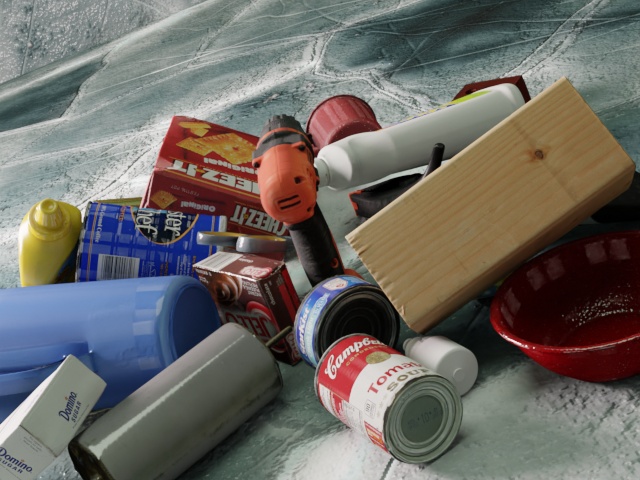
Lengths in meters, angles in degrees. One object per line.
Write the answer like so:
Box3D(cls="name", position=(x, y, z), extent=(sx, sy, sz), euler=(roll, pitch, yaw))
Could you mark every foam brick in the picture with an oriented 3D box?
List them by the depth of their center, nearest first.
Box3D(cls="foam brick", position=(0.205, -0.158, 1.269), extent=(0.078, 0.051, 0.052), euler=(-5, 29, 36))

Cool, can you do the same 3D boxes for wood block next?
Box3D(cls="wood block", position=(0.134, -0.023, 0.841), extent=(0.206, 0.091, 0.090), euler=(-36, -14, 5))

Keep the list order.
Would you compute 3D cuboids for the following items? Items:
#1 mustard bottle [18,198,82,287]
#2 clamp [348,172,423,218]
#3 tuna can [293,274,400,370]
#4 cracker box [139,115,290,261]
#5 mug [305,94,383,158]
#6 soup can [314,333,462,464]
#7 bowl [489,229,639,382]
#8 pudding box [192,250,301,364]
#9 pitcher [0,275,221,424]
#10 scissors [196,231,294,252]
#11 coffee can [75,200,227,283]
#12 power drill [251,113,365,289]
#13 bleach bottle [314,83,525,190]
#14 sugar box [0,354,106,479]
Box3D(cls="mustard bottle", position=(-0.274, 0.015, 1.089), extent=(0.058, 0.192, 0.096), euler=(20, 58, -1))
Box3D(cls="clamp", position=(0.112, -0.056, 1.147), extent=(0.172, 0.039, 0.120), euler=(-3, 17, 44))
Box3D(cls="tuna can", position=(0.023, 0.073, 0.878), extent=(0.086, 0.086, 0.034), euler=(-32, 26, -21))
Box3D(cls="cracker box", position=(-0.110, -0.067, 1.228), extent=(0.164, 0.072, 0.213), euler=(15, 22, -7))
Box3D(cls="mug", position=(0.023, -0.120, 1.295), extent=(0.117, 0.093, 0.081), euler=(-6, 25, -11))
Box3D(cls="soup can", position=(0.049, 0.115, 0.785), extent=(0.068, 0.068, 0.102), euler=(-31, 25, -19))
Box3D(cls="bowl", position=(0.210, 0.055, 0.786), extent=(0.162, 0.055, 0.162), euler=(-19, 23, 8))
Box3D(cls="pudding box", position=(-0.060, 0.059, 0.979), extent=(0.039, 0.090, 0.114), euler=(-32, 24, -27))
Box3D(cls="pitcher", position=(-0.223, 0.101, 0.986), extent=(0.243, 0.145, 0.149), euler=(-8, 53, 23))
Box3D(cls="scissors", position=(-0.057, 0.001, 1.060), extent=(0.096, 0.016, 0.201), euler=(6, 2, 11))
Box3D(cls="coffee can", position=(-0.170, 0.018, 1.083), extent=(0.140, 0.103, 0.103), euler=(6, 22, -6))
Box3D(cls="power drill", position=(-0.008, -0.012, 0.964), extent=(0.057, 0.187, 0.184), euler=(-21, 24, 7))
Box3D(cls="bleach bottle", position=(0.098, -0.105, 1.160), extent=(0.250, 0.068, 0.103), euler=(-19, 6, -23))
Box3D(cls="sugar box", position=(-0.250, 0.175, 0.862), extent=(0.176, 0.048, 0.093), euler=(-39, 13, 31))
